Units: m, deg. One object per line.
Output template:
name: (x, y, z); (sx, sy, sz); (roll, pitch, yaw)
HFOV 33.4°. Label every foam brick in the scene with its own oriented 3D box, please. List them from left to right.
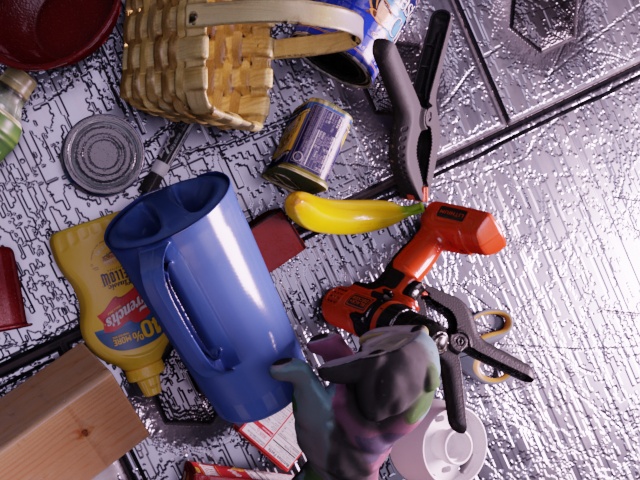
foam brick: (-0.057, 0.001, 1.133); (0.051, 0.078, 0.053); (-34, 96, -14)

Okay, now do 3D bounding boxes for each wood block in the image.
wood block: (-0.284, 0.205, 1.036); (0.205, 0.090, 0.091); (-35, 120, -18)

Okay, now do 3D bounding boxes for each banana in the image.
banana: (0.022, -0.032, 1.145); (0.197, 0.070, 0.037); (-1, 63, -43)

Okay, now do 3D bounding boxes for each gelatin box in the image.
gelatin box: (-0.039, 0.193, 1.160); (0.073, 0.030, 0.089); (42, 79, -13)

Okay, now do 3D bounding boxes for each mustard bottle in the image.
mustard bottle: (-0.203, 0.069, 1.099); (0.096, 0.058, 0.191); (-20, 95, -24)

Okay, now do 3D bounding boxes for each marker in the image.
marker: (-0.159, -0.098, 1.135); (0.020, 0.020, 0.121); (30, 81, -14)

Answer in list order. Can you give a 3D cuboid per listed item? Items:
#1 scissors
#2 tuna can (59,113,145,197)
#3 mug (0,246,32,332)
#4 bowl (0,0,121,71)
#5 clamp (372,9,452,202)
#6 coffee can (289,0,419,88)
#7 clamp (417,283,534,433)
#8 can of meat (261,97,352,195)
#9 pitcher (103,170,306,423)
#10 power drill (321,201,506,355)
scissors: (0.142, 0.147, 1.219); (0.201, 0.016, 0.096); (-28, 94, -15)
tuna can: (-0.226, -0.088, 1.108); (0.086, 0.034, 0.086); (0, 89, -16)
mug: (-0.347, 0.054, 1.050); (0.117, 0.093, 0.081); (-12, 87, 20)
bowl: (-0.260, -0.233, 1.068); (0.162, 0.055, 0.162); (-5, 73, 15)
clamp: (0.108, -0.146, 1.175); (0.164, 0.036, 0.210); (-43, 135, -47)
coffee can: (0.044, -0.251, 1.154); (0.102, 0.103, 0.140); (32, 81, -13)
clamp: (0.161, 0.118, 1.196); (0.120, 0.039, 0.171); (-20, 78, -28)
can of meat: (-0.013, -0.099, 1.136); (0.057, 0.102, 0.084); (25, 80, -14)
pitcher: (-0.105, 0.067, 1.058); (0.149, 0.145, 0.243); (-39, 119, -26)
power drill: (0.111, 0.042, 1.137); (0.187, 0.185, 0.057); (-43, 123, -21)
